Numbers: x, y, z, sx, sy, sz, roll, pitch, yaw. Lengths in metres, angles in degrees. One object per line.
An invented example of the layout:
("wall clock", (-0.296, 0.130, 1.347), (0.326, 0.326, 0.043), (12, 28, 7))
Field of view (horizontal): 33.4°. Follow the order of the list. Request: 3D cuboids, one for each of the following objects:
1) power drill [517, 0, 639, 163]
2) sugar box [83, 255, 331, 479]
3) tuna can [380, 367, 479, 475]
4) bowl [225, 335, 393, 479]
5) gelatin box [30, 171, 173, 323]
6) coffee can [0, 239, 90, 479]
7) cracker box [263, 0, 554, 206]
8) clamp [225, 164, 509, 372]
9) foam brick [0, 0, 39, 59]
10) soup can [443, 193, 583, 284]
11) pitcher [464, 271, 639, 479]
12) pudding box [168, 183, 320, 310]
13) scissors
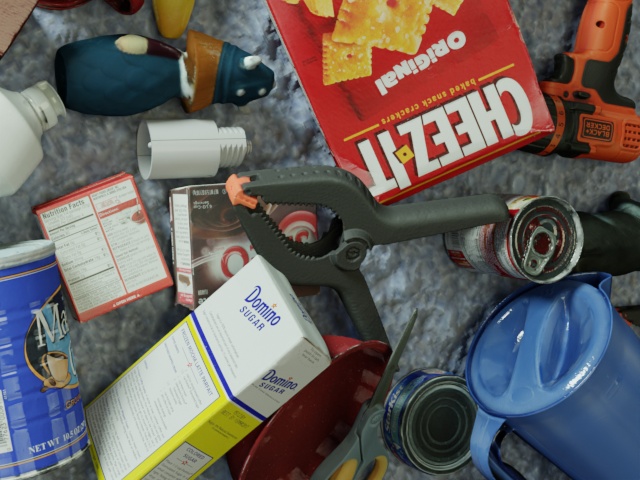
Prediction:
("power drill", (0.205, -0.163, 0.901), (0.184, 0.057, 0.188), (6, 94, -28))
("sugar box", (-0.081, 0.101, 0.733), (0.176, 0.093, 0.048), (-39, 133, 7))
("tuna can", (0.095, 0.150, 0.882), (0.086, 0.034, 0.086), (-2, 94, -24))
("bowl", (-0.018, 0.126, 0.793), (0.161, 0.055, 0.162), (-37, 149, -27))
("gelatin box", (-0.156, 0.004, 0.763), (0.073, 0.030, 0.089), (-23, 103, -20))
("coffee can", (-0.214, 0.078, 0.702), (0.102, 0.103, 0.140), (-12, 98, -23))
("cracker box", (0.059, -0.148, 0.798), (0.164, 0.072, 0.213), (-24, 104, 2))
("clamp", (0.019, 0.012, 0.786), (0.209, 0.036, 0.165), (18, 110, -24))
("foam brick", (-0.221, -0.151, 0.699), (0.053, 0.078, 0.051), (33, 80, -20))
("soup can", (0.153, -0.003, 0.861), (0.068, 0.102, 0.068), (-2, 94, -24))
("pitcher", (0.233, 0.156, 0.888), (0.242, 0.149, 0.145), (43, 32, -29))
("pudding box", (-0.055, 0.001, 0.796), (0.113, 0.039, 0.090), (-6, 95, -31))
("scissors", (0.046, 0.139, 0.821), (0.096, 0.016, 0.202), (11, 113, -53))
